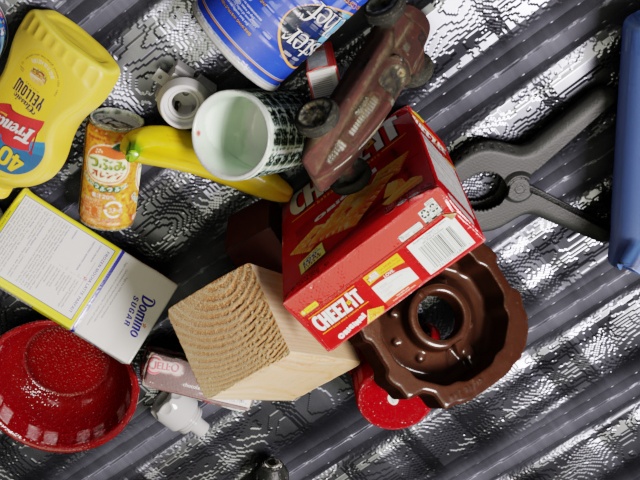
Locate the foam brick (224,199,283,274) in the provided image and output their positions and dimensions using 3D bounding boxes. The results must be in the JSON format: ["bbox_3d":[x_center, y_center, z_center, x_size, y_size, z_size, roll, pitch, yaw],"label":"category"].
[{"bbox_3d":[-0.057,0.001,1.031,0.051,0.078,0.053,-26,115,11],"label":"foam brick"}]

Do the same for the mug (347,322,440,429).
[{"bbox_3d":[0.082,0.134,1.104,0.093,0.081,0.117,39,109,-20],"label":"mug"}]

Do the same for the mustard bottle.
[{"bbox_3d":[-0.266,-0.107,0.967,0.096,0.058,0.192,41,111,8],"label":"mustard bottle"}]

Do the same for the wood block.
[{"bbox_3d":[-0.047,0.092,1.002,0.090,0.206,0.091,-30,74,12],"label":"wood block"}]

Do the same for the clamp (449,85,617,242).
[{"bbox_3d":[0.194,-0.067,1.034,0.210,0.036,0.164,-4,117,-5],"label":"clamp"}]

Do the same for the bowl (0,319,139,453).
[{"bbox_3d":[-0.266,0.138,1.100,0.162,0.055,0.162,-1,117,-3],"label":"bowl"}]

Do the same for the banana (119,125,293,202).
[{"bbox_3d":[-0.113,-0.071,0.985,0.197,0.070,0.037,10,127,-44],"label":"banana"}]

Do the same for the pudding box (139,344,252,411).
[{"bbox_3d":[-0.127,0.138,1.088,0.113,0.090,0.039,17,87,-11],"label":"pudding box"}]

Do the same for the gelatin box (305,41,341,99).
[{"bbox_3d":[0.008,-0.127,0.973,0.030,0.073,0.089,-13,118,4],"label":"gelatin box"}]

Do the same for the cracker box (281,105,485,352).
[{"bbox_3d":[0.045,-0.019,0.951,0.164,0.213,0.072,-37,112,14],"label":"cracker box"}]

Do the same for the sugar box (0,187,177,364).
[{"bbox_3d":[-0.236,0.036,1.026,0.176,0.048,0.093,35,76,-14],"label":"sugar box"}]

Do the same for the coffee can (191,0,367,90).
[{"bbox_3d":[-0.025,-0.212,0.911,0.140,0.103,0.102,-41,112,16],"label":"coffee can"}]
